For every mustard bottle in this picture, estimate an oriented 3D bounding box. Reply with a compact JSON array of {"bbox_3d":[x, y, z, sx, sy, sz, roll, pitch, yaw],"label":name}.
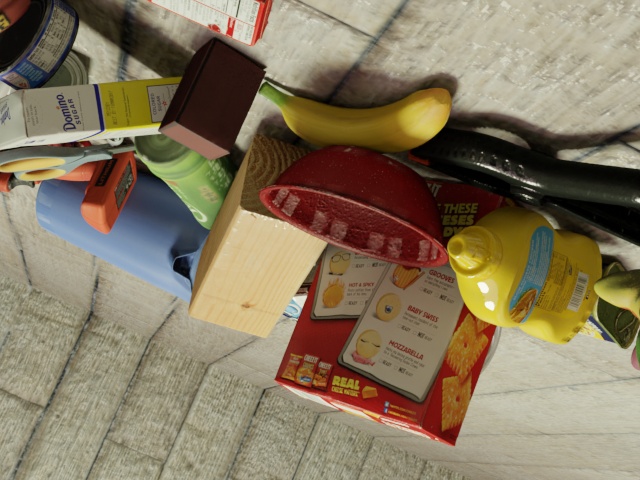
[{"bbox_3d":[0.160,0.024,0.864,0.058,0.096,0.191,20,-179,40],"label":"mustard bottle"}]

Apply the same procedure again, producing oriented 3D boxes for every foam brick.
[{"bbox_3d":[-0.088,-0.113,0.862,0.051,0.078,0.053,28,167,-20],"label":"foam brick"}]

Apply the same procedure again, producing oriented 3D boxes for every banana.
[{"bbox_3d":[0.033,-0.093,0.830,0.198,0.037,0.069,8,161,44],"label":"banana"}]

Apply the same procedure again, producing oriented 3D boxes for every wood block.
[{"bbox_3d":[-0.057,0.002,1.040,0.090,0.090,0.206,17,144,-11],"label":"wood block"}]

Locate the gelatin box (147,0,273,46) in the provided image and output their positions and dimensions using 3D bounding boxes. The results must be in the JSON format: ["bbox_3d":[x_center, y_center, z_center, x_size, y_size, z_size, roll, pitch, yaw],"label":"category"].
[{"bbox_3d":[-0.075,-0.173,0.722,0.089,0.030,0.073,23,164,-3],"label":"gelatin box"}]

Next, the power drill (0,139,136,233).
[{"bbox_3d":[-0.315,-0.066,1.200,0.188,0.184,0.057,14,144,9],"label":"power drill"}]

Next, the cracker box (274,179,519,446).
[{"bbox_3d":[0.074,0.055,0.945,0.164,0.213,0.072,11,163,39],"label":"cracker box"}]

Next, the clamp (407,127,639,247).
[{"bbox_3d":[0.163,-0.047,0.789,0.210,0.036,0.164,21,174,15],"label":"clamp"}]

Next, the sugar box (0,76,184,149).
[{"bbox_3d":[-0.179,-0.109,0.900,0.175,0.048,0.094,-8,-178,-33],"label":"sugar box"}]

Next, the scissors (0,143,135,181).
[{"bbox_3d":[-0.235,-0.086,1.108,0.201,0.016,0.096,-6,170,-16],"label":"scissors"}]

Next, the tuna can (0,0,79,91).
[{"bbox_3d":[-0.239,-0.166,0.883,0.086,0.086,0.033,6,160,47],"label":"tuna can"}]

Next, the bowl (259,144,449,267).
[{"bbox_3d":[0.035,-0.033,0.861,0.162,0.055,0.162,19,168,4],"label":"bowl"}]

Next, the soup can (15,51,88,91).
[{"bbox_3d":[-0.261,-0.142,1.035,0.068,0.068,0.102,25,165,-10],"label":"soup can"}]

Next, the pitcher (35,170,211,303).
[{"bbox_3d":[-0.215,-0.022,1.304,0.243,0.145,0.149,22,153,17],"label":"pitcher"}]
